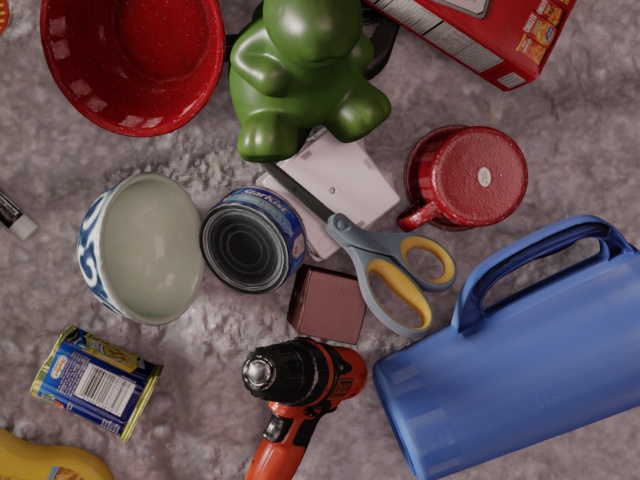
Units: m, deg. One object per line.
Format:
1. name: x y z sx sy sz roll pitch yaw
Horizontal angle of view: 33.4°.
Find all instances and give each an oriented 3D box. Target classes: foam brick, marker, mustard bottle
1. foam brick: 0.005 0.051 0.879 0.051 0.078 0.053 13 91 -9
2. marker: -0.281 -0.047 0.870 0.121 0.020 0.020 44 87 -7
3. mustard bottle: -0.225 0.210 0.864 0.191 0.058 0.096 20 99 -10

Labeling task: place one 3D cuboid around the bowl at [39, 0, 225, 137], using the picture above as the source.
1. bowl: -0.139 -0.166 0.846 0.162 0.055 0.162 7 110 18

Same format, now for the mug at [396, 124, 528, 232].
1. mug: 0.113 -0.046 0.885 0.117 0.081 0.093 -34 96 -5

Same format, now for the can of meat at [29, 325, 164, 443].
1. can of meat: -0.176 0.111 0.849 0.084 0.102 0.057 27 89 -5

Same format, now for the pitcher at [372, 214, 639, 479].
1. pitcher: 0.167 0.095 0.876 0.243 0.145 0.149 -22 63 -3

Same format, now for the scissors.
1. scissors: 0.034 -0.013 0.856 0.096 0.016 0.202 -29 78 -31

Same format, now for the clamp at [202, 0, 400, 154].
1. clamp: -0.009 -0.158 0.882 0.171 0.039 0.120 -41 84 -18

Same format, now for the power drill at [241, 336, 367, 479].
1. power drill: -0.042 0.163 0.837 0.057 0.184 0.188 32 96 24

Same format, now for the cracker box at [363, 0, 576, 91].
1. cracker box: 0.112 -0.246 0.865 0.213 0.072 0.164 30 78 -11

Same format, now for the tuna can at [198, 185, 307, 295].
1. tuna can: -0.056 0.001 0.868 0.086 0.033 0.086 12 120 22
